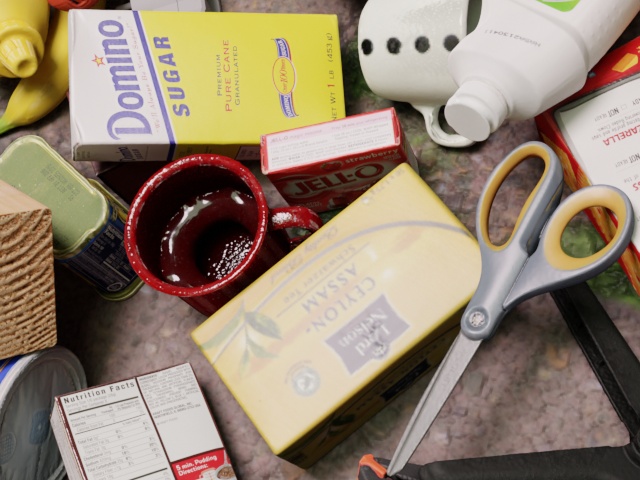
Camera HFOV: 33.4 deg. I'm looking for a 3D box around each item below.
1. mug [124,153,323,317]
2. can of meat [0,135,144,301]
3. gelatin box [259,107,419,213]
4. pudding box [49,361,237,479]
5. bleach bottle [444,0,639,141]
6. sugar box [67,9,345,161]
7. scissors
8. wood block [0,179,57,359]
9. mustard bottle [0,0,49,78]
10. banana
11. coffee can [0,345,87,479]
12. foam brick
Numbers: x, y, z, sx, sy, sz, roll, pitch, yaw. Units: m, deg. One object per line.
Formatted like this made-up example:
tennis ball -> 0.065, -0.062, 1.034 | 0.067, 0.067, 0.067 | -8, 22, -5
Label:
mug -> -0.054, 0.001, 0.680 | 0.117, 0.081, 0.093 | -13, 67, 12
can of meat -> -0.166, -0.015, 0.718 | 0.102, 0.084, 0.057 | 39, 84, 25
gelatin box -> 0.014, -0.048, 0.683 | 0.089, 0.073, 0.030 | -11, 67, 12
pudding box -> -0.103, 0.137, 0.644 | 0.089, 0.039, 0.113 | -13, 60, -26
bleach bottle -> 0.145, -0.156, 0.645 | 0.103, 0.068, 0.250 | 19, 58, 36
sugar box -> -0.075, -0.101, 0.699 | 0.176, 0.048, 0.093 | -2, 78, -15
scissors -> 0.106, 0.041, 0.576 | 0.096, 0.016, 0.201 | 10, 75, 31
wood block -> -0.256, 0.001, 0.679 | 0.206, 0.090, 0.091 | 25, 120, 46
mustard bottle -> -0.247, -0.175, 0.790 | 0.096, 0.058, 0.192 | -48, 49, 10
banana -> -0.197, -0.167, 0.810 | 0.070, 0.037, 0.197 | 13, 74, 20
coffee can -> -0.236, 0.104, 0.682 | 0.140, 0.102, 0.103 | 10, 73, 20
foam brick -> -0.135, -0.076, 0.750 | 0.053, 0.051, 0.078 | -27, 65, 6
